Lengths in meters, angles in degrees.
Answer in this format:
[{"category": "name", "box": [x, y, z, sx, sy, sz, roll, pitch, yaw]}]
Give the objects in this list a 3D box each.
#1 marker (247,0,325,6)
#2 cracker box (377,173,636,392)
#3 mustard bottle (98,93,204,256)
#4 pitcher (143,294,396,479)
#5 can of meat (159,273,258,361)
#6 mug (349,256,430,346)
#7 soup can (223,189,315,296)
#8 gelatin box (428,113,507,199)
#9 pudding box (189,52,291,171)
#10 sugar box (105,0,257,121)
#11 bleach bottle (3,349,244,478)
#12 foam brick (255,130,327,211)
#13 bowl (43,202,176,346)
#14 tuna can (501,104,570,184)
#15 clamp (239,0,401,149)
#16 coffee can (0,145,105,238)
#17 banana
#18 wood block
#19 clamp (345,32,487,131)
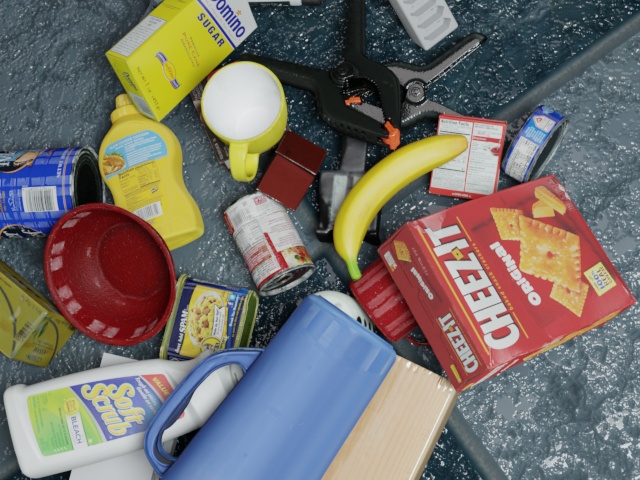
[{"category": "marker", "box": [-0.053, -0.288, 1.269, 0.121, 0.020, 0.020, 2, 77, 10]}, {"category": "cracker box", "box": [0.190, 0.035, 1.069, 0.213, 0.072, 0.164, -18, 71, -33]}, {"category": "mustard bottle", "box": [-0.204, -0.081, 1.226, 0.096, 0.058, 0.191, -21, 74, 10]}, {"category": "pitcher", "box": [-0.044, 0.170, 1.031, 0.243, 0.149, 0.145, -55, 40, -3]}, {"category": "can of meat", "box": [-0.121, 0.095, 1.172, 0.084, 0.057, 0.102, 11, 79, 10]}, {"category": "mug", "box": [0.092, 0.062, 1.133, 0.081, 0.093, 0.117, -38, 105, 4]}, {"category": "soup can", "box": [-0.058, 0.001, 1.177, 0.068, 0.068, 0.102, -28, 74, 2]}, {"category": "gelatin box", "box": [0.161, -0.091, 1.166, 0.073, 0.030, 0.089, 9, 101, 12]}, {"category": "pudding box", "box": [-0.092, -0.148, 1.233, 0.090, 0.039, 0.113, -25, 75, 2]}, {"category": "sugar box", "box": [-0.153, -0.227, 1.207, 0.048, 0.093, 0.176, 28, 65, 37]}, {"category": "bleach bottle", "box": [-0.191, 0.163, 1.100, 0.251, 0.068, 0.102, -18, 77, 3]}, {"category": "foam brick", "box": [-0.032, -0.078, 1.174, 0.053, 0.078, 0.051, 30, 115, -2]}, {"category": "bowl", "box": [-0.218, 0.031, 1.162, 0.162, 0.055, 0.162, 6, 109, 19]}, {"category": "tuna can", "box": [0.230, -0.102, 1.142, 0.034, 0.086, 0.086, 33, 84, 17]}, {"category": "clamp", "box": [0.016, -0.175, 1.181, 0.164, 0.036, 0.210, -27, 61, -4]}, {"category": "coffee can", "box": [-0.329, -0.054, 1.219, 0.140, 0.102, 0.103, -2, 76, 9]}, {"category": "banana", "box": [0.073, -0.050, 1.135, 0.069, 0.037, 0.197, 38, 82, 8]}, {"category": "wood block", "box": [0.058, 0.225, 1.093, 0.091, 0.090, 0.206, 25, 82, 13]}, {"category": "clamp", "box": [0.116, -0.156, 1.200, 0.171, 0.039, 0.120, -14, 79, 13]}]
